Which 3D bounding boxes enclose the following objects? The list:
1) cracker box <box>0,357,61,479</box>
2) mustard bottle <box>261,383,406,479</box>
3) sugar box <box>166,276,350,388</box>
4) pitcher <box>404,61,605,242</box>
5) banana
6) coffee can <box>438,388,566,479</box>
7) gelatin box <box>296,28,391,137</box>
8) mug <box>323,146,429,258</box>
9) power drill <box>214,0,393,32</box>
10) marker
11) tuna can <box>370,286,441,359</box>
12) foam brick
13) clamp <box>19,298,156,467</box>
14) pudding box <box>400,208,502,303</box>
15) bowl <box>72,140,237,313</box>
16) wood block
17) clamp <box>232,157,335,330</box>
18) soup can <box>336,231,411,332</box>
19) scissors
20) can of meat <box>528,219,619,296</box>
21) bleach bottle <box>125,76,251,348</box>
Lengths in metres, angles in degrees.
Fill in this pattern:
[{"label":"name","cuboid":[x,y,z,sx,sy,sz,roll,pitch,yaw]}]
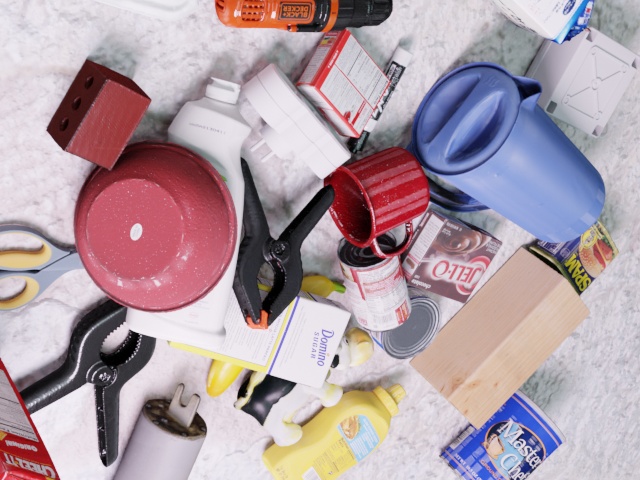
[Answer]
[{"label":"cracker box","cuboid":[-0.324,0.214,0.956,0.072,0.214,0.164,28,99,-41]},{"label":"mustard bottle","cuboid":[0.026,0.238,1.302,0.191,0.058,0.096,-36,129,-10]},{"label":"sugar box","cuboid":[-0.066,0.087,1.125,0.176,0.048,0.093,19,98,-23]},{"label":"pitcher","cuboid":[0.212,-0.083,1.200,0.242,0.149,0.145,31,83,-44]},{"label":"banana","cuboid":[-0.055,0.096,1.180,0.197,0.037,0.069,-37,129,-9]},{"label":"coffee can","cuboid":[0.245,0.280,1.441,0.140,0.103,0.102,-43,131,-4]},{"label":"gelatin box","cuboid":[0.024,-0.157,1.072,0.089,0.030,0.073,44,68,-42]},{"label":"mug","cuboid":[0.066,-0.039,1.138,0.081,0.093,0.117,-24,100,-25]},{"label":"power drill","cuboid":[-0.001,-0.282,0.977,0.184,0.057,0.188,-7,120,-30]},{"label":"marker","cuboid":[0.061,-0.146,1.124,0.020,0.020,0.121,17,107,-39]},{"label":"tuna can","cuboid":[0.102,0.099,1.286,0.086,0.034,0.086,-16,124,-25]},{"label":"foam brick","cuboid":[-0.197,-0.112,0.953,0.051,0.053,0.078,25,101,-40]},{"label":"clamp","cuboid":[-0.236,0.132,1.081,0.164,0.036,0.210,19,103,-43]},{"label":"pudding box","cuboid":[0.152,0.019,1.267,0.113,0.039,0.090,20,105,-39]},{"label":"bowl","cuboid":[-0.159,-0.011,0.969,0.162,0.162,0.055,-58,172,9]},{"label":"wood block","cuboid":[0.227,0.123,1.344,0.206,0.091,0.090,-46,132,-2]},{"label":"clamp","cuboid":[-0.057,0.001,1.079,0.120,0.039,0.171,23,73,-20]},{"label":"soup can","cuboid":[0.062,0.046,1.206,0.068,0.069,0.102,-29,129,-16]},{"label":"scissors","cuboid":[-0.242,0.033,1.035,0.201,0.016,0.096,13,110,-38]},{"label":"can of meat","cuboid":[0.327,0.015,1.368,0.084,0.058,0.102,-46,132,-5]},{"label":"bleach bottle","cuboid":[-0.113,-0.029,1.025,0.102,0.068,0.251,13,98,-10]}]
